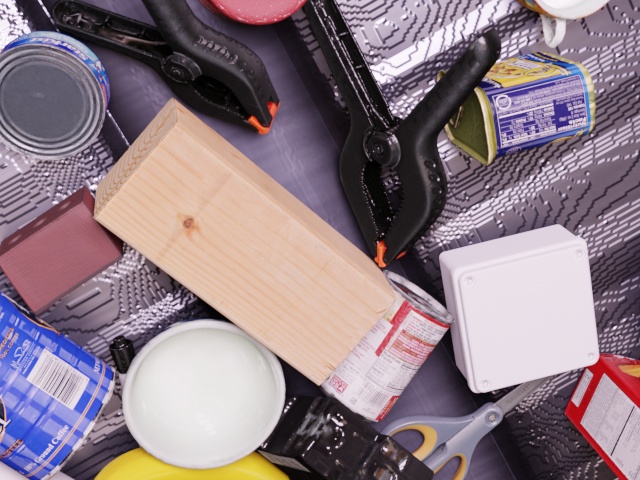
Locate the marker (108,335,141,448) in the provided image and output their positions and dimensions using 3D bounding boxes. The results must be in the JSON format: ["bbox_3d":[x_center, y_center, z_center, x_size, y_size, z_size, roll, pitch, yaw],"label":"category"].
[{"bbox_3d":[-0.144,0.131,0.845,0.020,0.020,0.121,-14,109,-5],"label":"marker"}]

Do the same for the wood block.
[{"bbox_3d":[-0.055,0.001,0.783,0.206,0.090,0.091,39,98,-19],"label":"wood block"}]

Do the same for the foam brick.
[{"bbox_3d":[-0.190,0.006,0.780,0.078,0.053,0.051,-34,110,0],"label":"foam brick"}]

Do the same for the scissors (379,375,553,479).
[{"bbox_3d":[0.124,0.143,0.898,0.096,0.016,0.202,35,98,-18],"label":"scissors"}]

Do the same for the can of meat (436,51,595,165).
[{"bbox_3d":[0.142,-0.100,0.780,0.084,0.102,0.057,-15,111,-8],"label":"can of meat"}]

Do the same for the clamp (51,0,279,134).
[{"bbox_3d":[-0.092,-0.135,0.730,0.171,0.120,0.039,28,69,-21],"label":"clamp"}]

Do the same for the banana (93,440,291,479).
[{"bbox_3d":[-0.100,0.191,0.849,0.197,0.037,0.070,-1,103,-28],"label":"banana"}]

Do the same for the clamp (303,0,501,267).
[{"bbox_3d":[0.060,-0.074,0.765,0.036,0.165,0.210,-28,123,-38],"label":"clamp"}]

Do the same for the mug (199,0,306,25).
[{"bbox_3d":[-0.055,-0.198,0.723,0.117,0.081,0.093,34,99,-18],"label":"mug"}]

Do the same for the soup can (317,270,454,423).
[{"bbox_3d":[0.049,0.084,0.839,0.068,0.068,0.102,31,100,-18],"label":"soup can"}]

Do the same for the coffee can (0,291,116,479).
[{"bbox_3d":[-0.235,0.097,0.774,0.140,0.103,0.103,38,97,-19],"label":"coffee can"}]

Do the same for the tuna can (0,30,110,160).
[{"bbox_3d":[-0.191,-0.102,0.746,0.086,0.034,0.086,-1,120,-1],"label":"tuna can"}]
